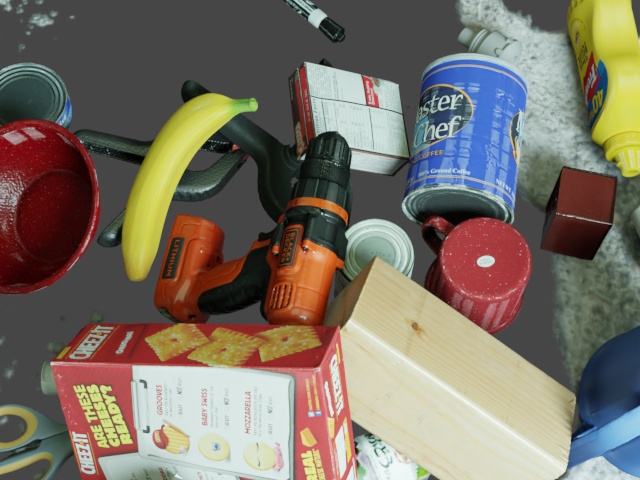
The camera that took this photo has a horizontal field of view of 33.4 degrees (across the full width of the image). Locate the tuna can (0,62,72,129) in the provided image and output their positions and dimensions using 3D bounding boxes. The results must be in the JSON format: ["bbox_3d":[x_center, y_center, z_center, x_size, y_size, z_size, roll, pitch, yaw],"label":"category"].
[{"bbox_3d":[-0.289,-0.130,1.052,0.086,0.034,0.086,0,67,0],"label":"tuna can"}]

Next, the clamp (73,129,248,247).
[{"bbox_3d":[-0.149,-0.058,1.019,0.171,0.039,0.120,-8,79,-6],"label":"clamp"}]

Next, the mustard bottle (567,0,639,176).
[{"bbox_3d":[0.281,-0.150,1.024,0.058,0.096,0.191,-4,67,-2],"label":"mustard bottle"}]

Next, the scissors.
[{"bbox_3d":[-0.214,0.158,0.938,0.201,0.016,0.096,-30,66,-16],"label":"scissors"}]

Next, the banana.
[{"bbox_3d":[-0.135,-0.060,0.967,0.070,0.037,0.198,38,98,43],"label":"banana"}]

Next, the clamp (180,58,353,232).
[{"bbox_3d":[-0.019,-0.082,1.019,0.164,0.036,0.210,-22,76,-30],"label":"clamp"}]

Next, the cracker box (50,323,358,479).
[{"bbox_3d":[-0.083,0.148,0.827,0.214,0.164,0.072,0,25,17],"label":"cracker box"}]

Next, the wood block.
[{"bbox_3d":[0.095,0.119,0.863,0.206,0.090,0.090,35,38,-7],"label":"wood block"}]

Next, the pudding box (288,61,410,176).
[{"bbox_3d":[0.027,-0.115,1.016,0.113,0.039,0.090,7,64,-29],"label":"pudding box"}]

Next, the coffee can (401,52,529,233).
[{"bbox_3d":[0.136,-0.088,0.994,0.103,0.103,0.140,9,67,4],"label":"coffee can"}]

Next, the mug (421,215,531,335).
[{"bbox_3d":[0.135,0.022,0.958,0.093,0.081,0.117,-36,71,-14],"label":"mug"}]

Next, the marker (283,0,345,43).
[{"bbox_3d":[-0.020,-0.245,1.108,0.121,0.020,0.020,42,73,17],"label":"marker"}]

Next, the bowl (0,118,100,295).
[{"bbox_3d":[-0.260,-0.027,0.979,0.162,0.055,0.162,-4,80,21],"label":"bowl"}]

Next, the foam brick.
[{"bbox_3d":[0.237,-0.025,0.981,0.051,0.078,0.053,11,65,5],"label":"foam brick"}]

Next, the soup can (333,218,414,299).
[{"bbox_3d":[0.046,0.031,0.944,0.068,0.102,0.068,0,66,0],"label":"soup can"}]

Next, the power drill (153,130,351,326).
[{"bbox_3d":[-0.056,0.001,0.925,0.188,0.057,0.184,-12,56,43],"label":"power drill"}]
